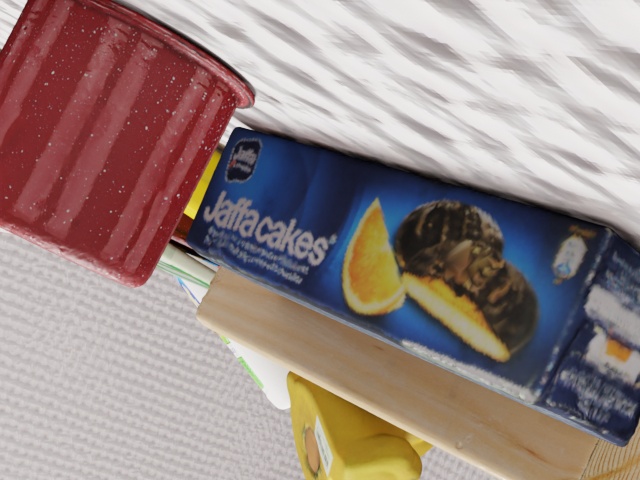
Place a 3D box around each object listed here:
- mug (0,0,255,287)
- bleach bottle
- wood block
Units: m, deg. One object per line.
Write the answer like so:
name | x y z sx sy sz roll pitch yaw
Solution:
mug | -0.080 -0.033 0.393 0.093 0.081 0.117 25 175 14
bleach bottle | -0.093 0.033 0.930 0.251 0.068 0.102 48 172 1
wood block | 0.055 0.046 0.494 0.206 0.090 0.090 23 173 36
